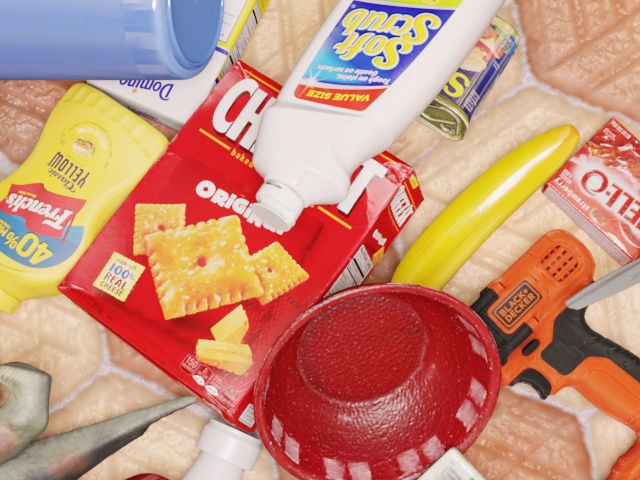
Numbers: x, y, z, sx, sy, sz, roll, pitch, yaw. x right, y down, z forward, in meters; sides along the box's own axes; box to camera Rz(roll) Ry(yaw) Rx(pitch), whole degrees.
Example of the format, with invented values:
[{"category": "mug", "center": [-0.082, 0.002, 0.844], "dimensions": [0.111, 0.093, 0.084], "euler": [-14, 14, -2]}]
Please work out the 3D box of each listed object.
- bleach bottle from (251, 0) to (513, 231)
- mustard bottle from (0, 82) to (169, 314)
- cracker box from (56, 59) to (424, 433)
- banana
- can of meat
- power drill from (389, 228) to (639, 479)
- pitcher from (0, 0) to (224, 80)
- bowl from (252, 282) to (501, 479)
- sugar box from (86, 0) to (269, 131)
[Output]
[{"category": "bleach bottle", "center": [0.038, -0.110, 0.718], "dimensions": [0.103, 0.068, 0.250], "euler": [27, 69, 15]}, {"category": "mustard bottle", "center": [-0.198, -0.017, 0.787], "dimensions": [0.096, 0.058, 0.191], "euler": [34, 82, 14]}, {"category": "cracker box", "center": [-0.055, 0.001, 0.760], "dimensions": [0.164, 0.072, 0.213], "euler": [34, 81, 19]}, {"category": "banana", "center": [0.111, -0.009, 0.772], "dimensions": [0.197, 0.070, 0.037], "euler": [-47, 110, -12]}, {"category": "can of meat", "center": [0.087, -0.139, 0.805], "dimensions": [0.102, 0.057, 0.084], "euler": [32, 78, 7]}, {"category": "power drill", "center": [0.166, 0.113, 0.747], "dimensions": [0.184, 0.057, 0.188], "euler": [-45, 81, 1]}, {"category": "pitcher", "center": [-0.193, -0.181, 0.762], "dimensions": [0.243, 0.145, 0.149], "euler": [6, 86, 18]}, {"category": "bowl", "center": [0.033, 0.086, 0.698], "dimensions": [0.162, 0.055, 0.162], "euler": [-4, 118, -9]}, {"category": "sugar box", "center": [-0.098, -0.175, 0.825], "dimensions": [0.093, 0.048, 0.176], "euler": [25, 83, 8]}]
